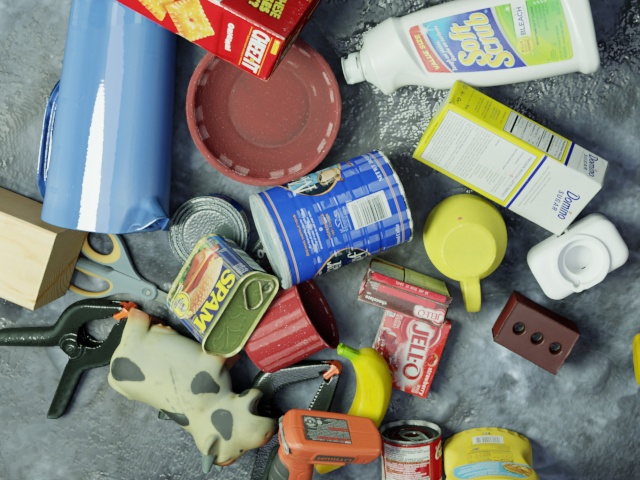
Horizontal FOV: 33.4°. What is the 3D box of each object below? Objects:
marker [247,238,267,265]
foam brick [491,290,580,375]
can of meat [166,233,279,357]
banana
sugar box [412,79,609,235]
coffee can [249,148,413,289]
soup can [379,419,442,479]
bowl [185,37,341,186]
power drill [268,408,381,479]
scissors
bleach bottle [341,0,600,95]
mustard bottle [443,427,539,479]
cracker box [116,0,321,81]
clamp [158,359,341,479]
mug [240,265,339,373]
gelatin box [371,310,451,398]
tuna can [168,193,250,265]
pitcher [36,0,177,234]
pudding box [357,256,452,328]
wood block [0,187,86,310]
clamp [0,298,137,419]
[{"bbox_3d":[-0.058,0.001,1.162,0.020,0.020,0.121,39,101,-2],"label":"marker"},{"bbox_3d":[0.228,0.098,1.134,0.078,0.051,0.053,28,102,0],"label":"foam brick"},{"bbox_3d":[-0.104,0.055,1.103,0.084,0.057,0.102,41,105,38],"label":"can of meat"},{"bbox_3d":[0.039,0.180,1.154,0.069,0.037,0.198,4,126,-6],"label":"banana"},{"bbox_3d":[0.193,-0.083,1.088,0.176,0.048,0.093,27,143,-2],"label":"sugar box"},{"bbox_3d":[0.010,-0.022,1.089,0.140,0.103,0.103,-21,98,-9],"label":"coffee can"},{"bbox_3d":[0.099,0.256,1.168,0.068,0.068,0.102,-1,101,6],"label":"soup can"},{"bbox_3d":[-0.056,-0.139,1.117,0.162,0.055,0.162,1,100,5],"label":"bowl"},{"bbox_3d":[-0.001,0.268,1.141,0.184,0.057,0.188,9,124,-20],"label":"power drill"},{"bbox_3d":[-0.195,0.037,1.183,0.202,0.016,0.096,10,103,4],"label":"scissors"},{"bbox_3d":[0.148,-0.194,1.085,0.251,0.068,0.102,-12,99,10],"label":"bleach bottle"},{"bbox_3d":[0.176,0.251,1.096,0.096,0.191,0.058,-1,100,6],"label":"mustard bottle"},{"bbox_3d":[-0.105,-0.271,1.046,0.213,0.164,0.072,29,142,0],"label":"cracker box"},{"bbox_3d":[-0.068,0.194,1.189,0.164,0.036,0.210,45,100,1],"label":"clamp"},{"bbox_3d":[-0.042,0.080,1.146,0.081,0.093,0.117,-28,66,14],"label":"mug"},{"bbox_3d":[0.095,0.118,1.162,0.073,0.030,0.089,19,102,2],"label":"gelatin box"},{"bbox_3d":[-0.119,-0.008,1.159,0.086,0.033,0.086,1,101,5],"label":"tuna can"},{"bbox_3d":[-0.220,-0.131,1.107,0.149,0.145,0.243,6,97,-8],"label":"pitcher"},{"bbox_3d":[0.087,0.053,1.109,0.090,0.113,0.039,20,98,2],"label":"pudding box"},{"bbox_3d":[-0.370,-0.010,1.146,0.206,0.090,0.090,21,102,6],"label":"wood block"},{"bbox_3d":[-0.283,0.111,1.192,0.172,0.039,0.120,-42,102,14],"label":"clamp"}]
